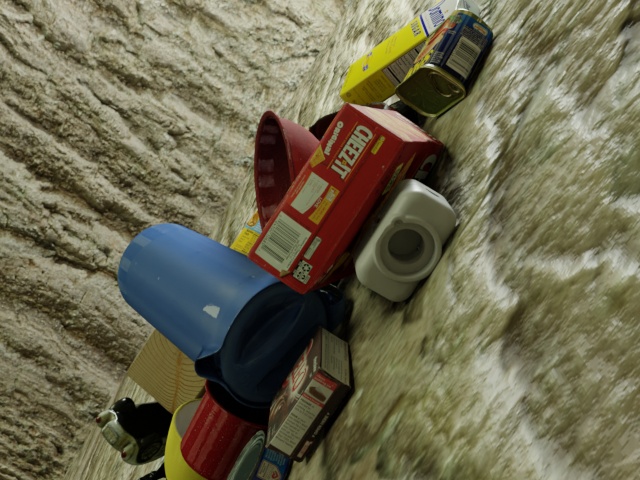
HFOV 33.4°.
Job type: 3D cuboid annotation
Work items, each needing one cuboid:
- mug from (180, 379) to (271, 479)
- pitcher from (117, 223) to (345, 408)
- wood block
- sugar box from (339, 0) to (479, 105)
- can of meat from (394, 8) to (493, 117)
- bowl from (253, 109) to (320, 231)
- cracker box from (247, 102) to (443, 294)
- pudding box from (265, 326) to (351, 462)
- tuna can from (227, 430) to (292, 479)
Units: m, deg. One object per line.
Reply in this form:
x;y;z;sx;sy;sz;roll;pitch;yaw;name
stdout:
-0.089;0.192;1.097;0.081;0.093;0.117;-62;-4;17;mug
-0.101;0.063;1.112;0.243;0.149;0.145;27;85;47;pitcher
-0.141;0.124;1.367;0.091;0.090;0.205;-53;-6;32;wood block
0.107;-0.225;1.279;0.176;0.048;0.093;-35;22;29;sugar box
0.135;-0.192;1.155;0.084;0.057;0.102;-60;10;-18;can of meat
-0.027;-0.061;1.154;0.162;0.055;0.162;175;90;-74;bowl
0.033;-0.041;1.008;0.164;0.072;0.213;-57;-12;12;cracker box
-0.010;0.139;0.975;0.090;0.039;0.113;-58;9;12;pudding box
-0.061;0.224;0.998;0.086;0.033;0.086;-57;10;15;tuna can
